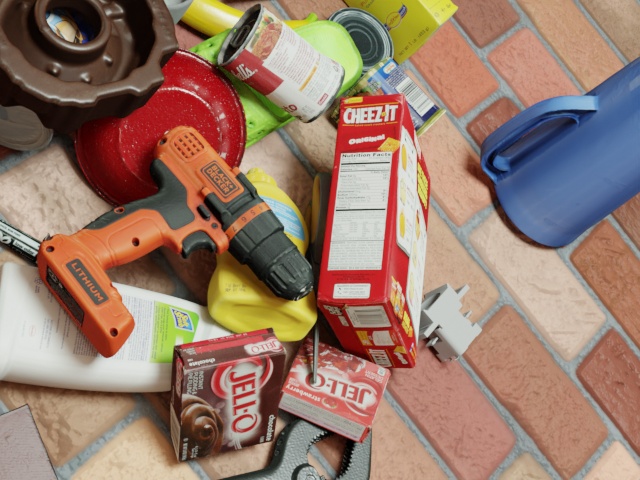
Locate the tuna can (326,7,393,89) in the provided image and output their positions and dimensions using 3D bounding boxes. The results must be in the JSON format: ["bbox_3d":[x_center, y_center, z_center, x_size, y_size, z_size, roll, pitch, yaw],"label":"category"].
[{"bbox_3d":[0.036,-0.210,1.164,0.086,0.034,0.086,10,65,-24],"label":"tuna can"}]

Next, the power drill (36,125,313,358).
[{"bbox_3d":[-0.120,0.014,0.877,0.187,0.057,0.184,-36,77,-28],"label":"power drill"}]

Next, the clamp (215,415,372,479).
[{"bbox_3d":[-0.011,0.230,0.952,0.164,0.036,0.209,48,53,7],"label":"clamp"}]

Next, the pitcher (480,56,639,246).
[{"bbox_3d":[0.296,-0.104,1.131,0.149,0.243,0.145,-26,80,-39],"label":"pitcher"}]

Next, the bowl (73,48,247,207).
[{"bbox_3d":[-0.140,-0.094,0.966,0.162,0.055,0.162,-3,102,-16],"label":"bowl"}]

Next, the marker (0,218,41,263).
[{"bbox_3d":[-0.282,-0.011,0.924,0.121,0.020,0.020,32,58,-13],"label":"marker"}]

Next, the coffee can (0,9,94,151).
[{"bbox_3d":[-0.256,-0.165,0.951,0.102,0.103,0.140,31,58,-13],"label":"coffee can"}]

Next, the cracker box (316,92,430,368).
[{"bbox_3d":[0.054,-0.006,1.013,0.072,0.164,0.213,-1,63,15],"label":"cracker box"}]

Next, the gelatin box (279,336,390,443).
[{"bbox_3d":[0.013,0.137,0.986,0.089,0.030,0.073,22,44,3],"label":"gelatin box"}]

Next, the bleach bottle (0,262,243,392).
[{"bbox_3d":[-0.160,0.092,0.920,0.250,0.068,0.102,14,64,-25],"label":"bleach bottle"}]

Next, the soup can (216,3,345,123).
[{"bbox_3d":[-0.036,-0.164,0.994,0.102,0.069,0.068,33,58,-24],"label":"soup can"}]

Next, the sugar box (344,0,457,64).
[{"bbox_3d":[0.062,-0.289,1.176,0.176,0.093,0.048,47,56,-2],"label":"sugar box"}]

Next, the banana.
[{"bbox_3d":[-0.090,-0.229,1.108,0.197,0.037,0.069,12,39,-26],"label":"banana"}]

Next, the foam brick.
[{"bbox_3d":[-0.245,0.178,0.844,0.051,0.053,0.078,-19,80,-32],"label":"foam brick"}]

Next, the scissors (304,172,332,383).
[{"bbox_3d":[-0.006,0.036,1.021,0.016,0.096,0.202,6,81,-9],"label":"scissors"}]

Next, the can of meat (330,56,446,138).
[{"bbox_3d":[0.067,-0.131,1.108,0.084,0.102,0.057,47,56,-1],"label":"can of meat"}]

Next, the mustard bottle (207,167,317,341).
[{"bbox_3d":[-0.057,0.002,0.993,0.096,0.058,0.191,15,42,-21],"label":"mustard bottle"}]

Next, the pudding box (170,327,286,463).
[{"bbox_3d":[-0.081,0.132,0.910,0.089,0.114,0.039,-8,42,-21],"label":"pudding box"}]
